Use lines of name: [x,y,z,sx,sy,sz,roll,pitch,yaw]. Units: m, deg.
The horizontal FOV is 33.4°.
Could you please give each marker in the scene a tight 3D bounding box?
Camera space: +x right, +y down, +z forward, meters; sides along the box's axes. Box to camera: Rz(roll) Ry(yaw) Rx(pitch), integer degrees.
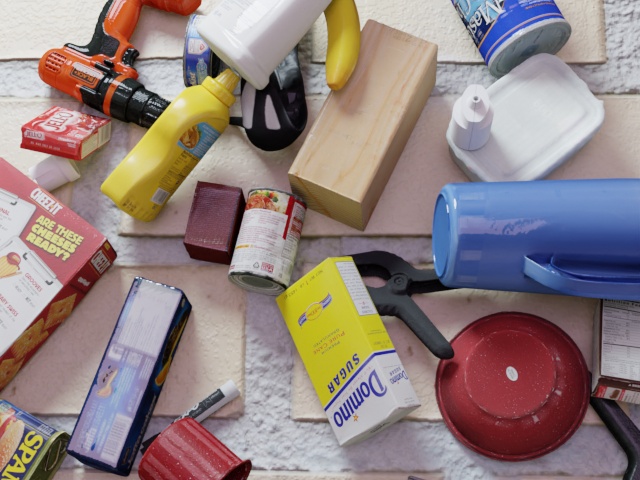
marker: [-0.139,0.190,1.132,0.121,0.020,0.020,-35,73,-9]

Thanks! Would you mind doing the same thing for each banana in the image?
banana: [0.008,-0.251,1.189,0.070,0.037,0.198,-29,59,9]

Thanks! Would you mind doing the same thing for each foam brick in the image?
foam brick: [-0.117,-0.018,1.186,0.051,0.053,0.078,9,70,6]

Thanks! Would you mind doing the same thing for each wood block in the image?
wood block: [0.050,-0.129,1.196,0.090,0.091,0.206,23,74,11]

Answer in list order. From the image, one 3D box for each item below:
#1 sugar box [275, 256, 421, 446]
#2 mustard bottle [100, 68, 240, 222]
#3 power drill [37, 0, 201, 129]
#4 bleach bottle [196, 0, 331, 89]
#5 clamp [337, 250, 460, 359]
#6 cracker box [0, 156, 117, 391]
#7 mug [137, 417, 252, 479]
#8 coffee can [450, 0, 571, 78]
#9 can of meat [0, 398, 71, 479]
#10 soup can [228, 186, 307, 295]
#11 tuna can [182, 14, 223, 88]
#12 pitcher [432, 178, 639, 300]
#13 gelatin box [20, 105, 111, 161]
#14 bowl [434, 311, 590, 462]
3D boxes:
sugar box: [0.026,0.115,1.113,0.093,0.048,0.176,-39,64,35]
mustard bottle: [-0.155,-0.110,1.174,0.058,0.096,0.191,41,93,17]
power drill: [-0.217,-0.231,1.263,0.184,0.057,0.187,25,74,11]
bleach bottle: [-0.016,-0.286,1.154,0.251,0.068,0.103,-46,54,-1]
clamp: [0.095,0.049,1.153,0.172,0.039,0.120,28,53,21]
cracker box: [-0.355,0.042,1.168,0.164,0.072,0.213,36,75,13]
mug: [-0.137,0.243,1.080,0.081,0.093,0.117,37,86,19]
coffee can: [0.211,-0.273,1.231,0.102,0.103,0.140,-23,71,-5]
can of meat: [-0.323,0.226,1.111,0.084,0.057,0.102,26,73,14]
soup can: [-0.058,0.001,1.168,0.068,0.068,0.102,11,72,7]
tuna can: [-0.135,-0.218,1.239,0.034,0.086,0.086,7,71,4]
pitcher: [0.244,0.002,1.096,0.242,0.149,0.145,1,76,-4]
gelatin box: [-0.289,-0.123,1.216,0.073,0.089,0.030,14,114,8]
bowl: [0.196,0.143,1.099,0.162,0.055,0.162,-4,69,11]
